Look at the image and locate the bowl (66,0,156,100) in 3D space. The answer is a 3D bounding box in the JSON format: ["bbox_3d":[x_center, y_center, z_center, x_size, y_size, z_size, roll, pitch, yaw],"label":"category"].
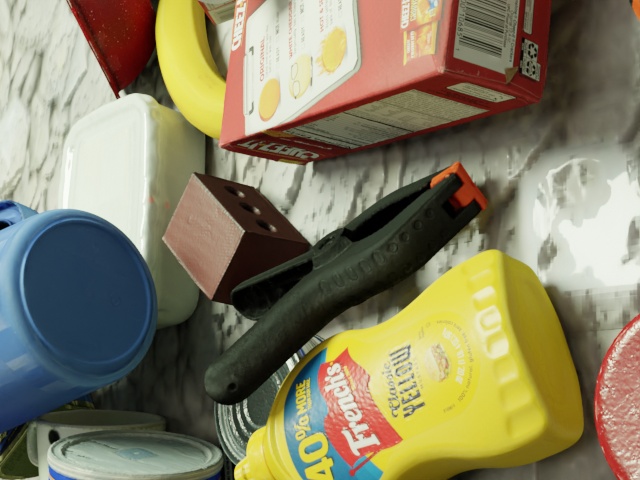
[{"bbox_3d":[-0.165,-0.188,0.802,0.055,0.162,0.162,-27,50,-7],"label":"bowl"}]

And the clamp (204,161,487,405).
[{"bbox_3d":[0.008,0.022,0.560,0.172,0.039,0.120,-34,21,24],"label":"clamp"}]

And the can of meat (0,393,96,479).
[{"bbox_3d":[-0.222,0.123,0.824,0.102,0.057,0.084,-49,49,28],"label":"can of meat"}]

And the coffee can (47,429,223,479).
[{"bbox_3d":[-0.113,0.193,0.633,0.103,0.102,0.140,8,95,49],"label":"coffee can"}]

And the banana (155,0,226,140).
[{"bbox_3d":[-0.080,-0.126,0.748,0.069,0.037,0.198,-34,54,2],"label":"banana"}]

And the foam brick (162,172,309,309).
[{"bbox_3d":[-0.054,0.001,0.670,0.078,0.052,0.051,45,114,44],"label":"foam brick"}]

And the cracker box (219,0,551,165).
[{"bbox_3d":[0.031,-0.138,0.577,0.214,0.072,0.164,-9,72,57],"label":"cracker box"}]

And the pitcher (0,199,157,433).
[{"bbox_3d":[-0.217,0.055,0.697,0.243,0.144,0.149,-23,97,41],"label":"pitcher"}]

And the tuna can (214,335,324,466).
[{"bbox_3d":[-0.025,0.095,0.626,0.086,0.033,0.086,-15,69,45],"label":"tuna can"}]

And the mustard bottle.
[{"bbox_3d":[0.030,0.086,0.530,0.192,0.058,0.096,-31,57,30],"label":"mustard bottle"}]
